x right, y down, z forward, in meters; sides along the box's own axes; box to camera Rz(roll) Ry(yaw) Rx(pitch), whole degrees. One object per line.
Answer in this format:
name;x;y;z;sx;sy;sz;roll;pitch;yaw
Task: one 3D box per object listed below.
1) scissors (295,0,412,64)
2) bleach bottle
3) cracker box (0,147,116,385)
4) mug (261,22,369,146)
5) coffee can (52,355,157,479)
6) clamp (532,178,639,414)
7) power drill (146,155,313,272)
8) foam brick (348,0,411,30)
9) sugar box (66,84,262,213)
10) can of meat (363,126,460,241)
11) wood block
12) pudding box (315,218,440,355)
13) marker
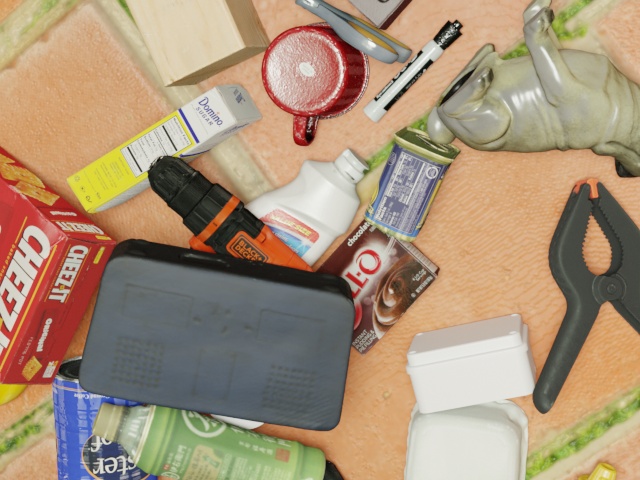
scissors;-0.005;-0.208;0.959;0.201;0.096;0.016;25;110;-13
bleach bottle;-0.057;0.001;1.037;0.102;0.068;0.251;45;104;-2
cracker box;-0.318;0.017;1.053;0.214;0.072;0.164;36;106;33
mug;-0.009;-0.145;0.992;0.093;0.081;0.117;14;102;10
coffee can;-0.218;0.195;1.084;0.103;0.102;0.140;1;99;13
clamp;0.248;0.051;0.965;0.164;0.036;0.210;-15;90;-14
power drill;-0.127;0.038;0.987;0.184;0.057;0.188;41;102;-6
foam brick;0.046;-0.238;0.979;0.078;0.051;0.053;43;105;3
sugar box;-0.149;-0.090;1.027;0.176;0.093;0.048;-32;91;15
can of meat;0.083;-0.052;0.977;0.057;0.102;0.084;24;105;7
wood block;-0.137;-0.257;0.998;0.090;0.090;0.206;-23;94;16
pudding box;0.047;0.041;1.031;0.090;0.039;0.114;42;106;3
marker;0.088;-0.160;1.000;0.020;0.020;0.121;46;105;2
